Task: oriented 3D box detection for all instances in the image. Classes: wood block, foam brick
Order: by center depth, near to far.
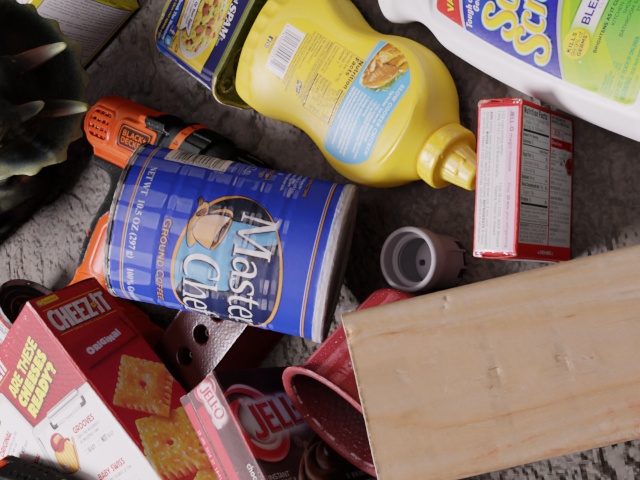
[{"bbox_3d":[0.123,0.061,0.534,0.206,0.091,0.090,-13,77,3],"label":"wood block"},{"bbox_3d":[-0.068,0.066,0.756,0.053,0.051,0.078,48,114,28],"label":"foam brick"}]

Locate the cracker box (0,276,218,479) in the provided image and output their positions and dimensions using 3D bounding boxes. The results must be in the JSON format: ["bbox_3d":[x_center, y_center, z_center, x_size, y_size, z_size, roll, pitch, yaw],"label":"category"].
[{"bbox_3d":[-0.151,0.159,0.760,0.214,0.071,0.164,50,128,13],"label":"cracker box"}]

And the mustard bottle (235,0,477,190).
[{"bbox_3d":[0.031,-0.090,0.687,0.192,0.058,0.096,40,109,31],"label":"mustard bottle"}]

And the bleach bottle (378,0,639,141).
[{"bbox_3d":[0.117,-0.132,0.626,0.251,0.067,0.102,27,103,36],"label":"bleach bottle"}]

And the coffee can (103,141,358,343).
[{"bbox_3d":[-0.054,0.001,0.684,0.140,0.102,0.103,12,95,6],"label":"coffee can"}]

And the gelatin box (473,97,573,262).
[{"bbox_3d":[0.117,-0.033,0.612,0.030,0.073,0.089,0,88,36],"label":"gelatin box"}]

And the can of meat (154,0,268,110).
[{"bbox_3d":[-0.064,-0.159,0.763,0.084,0.057,0.102,39,109,33],"label":"can of meat"}]

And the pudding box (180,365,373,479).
[{"bbox_3d":[-0.026,0.127,0.684,0.039,0.113,0.090,-39,67,24],"label":"pudding box"}]

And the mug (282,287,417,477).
[{"bbox_3d":[0.044,0.092,0.645,0.117,0.081,0.093,55,154,-20],"label":"mug"}]

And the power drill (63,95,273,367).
[{"bbox_3d":[-0.124,-0.001,0.800,0.185,0.057,0.188,26,101,35],"label":"power drill"}]

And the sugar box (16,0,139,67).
[{"bbox_3d":[-0.238,-0.158,0.867,0.176,0.093,0.048,-36,65,29],"label":"sugar box"}]

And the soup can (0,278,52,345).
[{"bbox_3d":[-0.261,0.091,0.886,0.102,0.068,0.068,-49,62,24],"label":"soup can"}]
